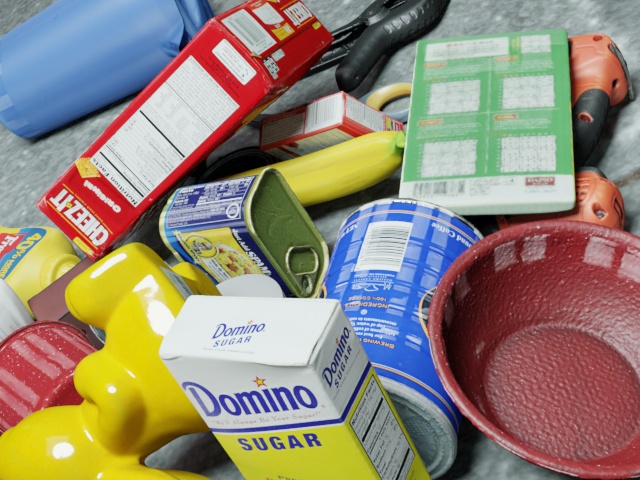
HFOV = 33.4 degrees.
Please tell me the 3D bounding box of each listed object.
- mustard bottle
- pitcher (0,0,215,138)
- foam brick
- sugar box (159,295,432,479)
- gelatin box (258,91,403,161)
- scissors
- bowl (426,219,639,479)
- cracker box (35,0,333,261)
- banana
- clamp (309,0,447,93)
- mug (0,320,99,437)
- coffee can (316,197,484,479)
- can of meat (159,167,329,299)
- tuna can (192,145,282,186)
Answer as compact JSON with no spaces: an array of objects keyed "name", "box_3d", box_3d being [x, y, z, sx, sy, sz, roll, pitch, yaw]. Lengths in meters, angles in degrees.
[{"name":"mustard bottle","box_3d":[-0.266,0.028,0.924,0.192,0.058,0.096,4,44,37]},{"name":"pitcher","box_3d":[-0.236,-0.211,1.126,0.243,0.145,0.149,-25,5,13]},{"name":"foam brick","box_3d":[-0.180,0.052,0.841,0.078,0.053,0.051,-39,37,-9]},{"name":"sugar box","box_3d":[-0.004,0.104,0.553,0.093,0.176,0.048,-1,46,33]},{"name":"gelatin box","box_3d":[0.007,-0.081,0.831,0.089,0.073,0.030,-13,67,40]},{"name":"scissors","box_3d":[0.014,-0.114,0.926,0.096,0.016,0.202,-45,40,-15]},{"name":"bowl","box_3d":[0.136,0.066,0.572,0.162,0.055,0.162,0,50,0]},{"name":"cracker box","box_3d":[-0.101,-0.094,0.831,0.214,0.072,0.164,-41,7,26]},{"name":"banana","box_3d":[-0.010,-0.050,0.797,0.198,0.069,0.037,-17,70,27]},{"name":"clamp","box_3d":[0.044,-0.192,0.981,0.171,0.039,0.120,-40,37,-24]},{"name":"mug","box_3d":[-0.166,0.108,0.740,0.117,0.093,0.082,-11,20,-37]},{"name":"coffee can","box_3d":[0.042,0.059,0.635,0.103,0.102,0.140,-8,42,28]},{"name":"can of meat","box_3d":[-0.055,0.001,0.773,0.084,0.102,0.057,-7,44,32]},{"name":"tuna can","box_3d":[-0.065,-0.039,0.881,0.086,0.033,0.086,-19,38,16]}]
